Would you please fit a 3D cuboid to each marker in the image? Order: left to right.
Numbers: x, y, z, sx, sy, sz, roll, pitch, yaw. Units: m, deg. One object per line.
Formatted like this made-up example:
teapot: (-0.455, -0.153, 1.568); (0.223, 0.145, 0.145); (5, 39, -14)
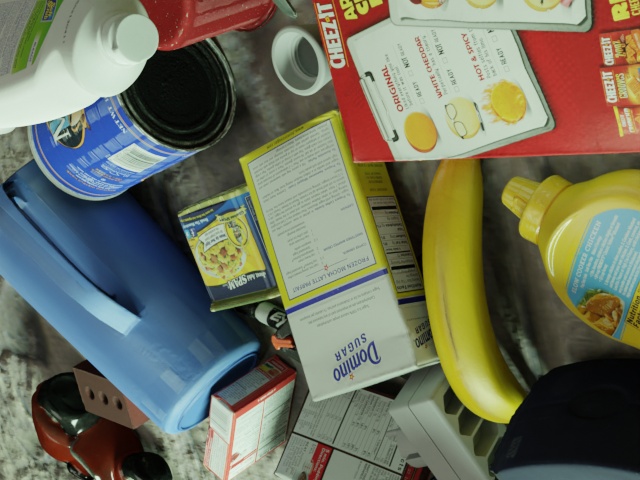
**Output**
marker: (-0.023, 0.067, 0.842); (0.121, 0.020, 0.020); (22, 126, 36)

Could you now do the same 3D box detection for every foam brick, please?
foam brick: (-0.190, 0.140, 1.027); (0.078, 0.051, 0.053); (9, 118, 42)

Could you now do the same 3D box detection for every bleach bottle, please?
bleach bottle: (-0.185, -0.123, 0.730); (0.251, 0.068, 0.102); (9, 83, 53)

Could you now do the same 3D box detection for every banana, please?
banana: (0.095, 0.038, 0.668); (0.037, 0.069, 0.198); (-3, 110, 42)

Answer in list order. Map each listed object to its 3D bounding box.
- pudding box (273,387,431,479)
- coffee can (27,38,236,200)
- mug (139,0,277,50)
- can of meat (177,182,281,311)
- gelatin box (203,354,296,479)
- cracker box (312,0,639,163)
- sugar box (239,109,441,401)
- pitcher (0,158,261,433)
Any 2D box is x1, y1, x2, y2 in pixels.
pudding box: (0.029, 0.155, 0.789); (0.114, 0.090, 0.039); (14, 165, 39)
coffee can: (-0.145, -0.097, 0.808); (0.141, 0.102, 0.103); (-19, 98, 49)
mug: (-0.078, -0.174, 0.712); (0.117, 0.081, 0.093); (16, 123, 39)
can of meat: (-0.055, 0.001, 0.809); (0.102, 0.057, 0.084); (-16, 98, 48)
gelatin box: (-0.059, 0.148, 0.884); (0.030, 0.073, 0.089); (34, 134, 28)
cracker box: (0.095, -0.131, 0.571); (0.214, 0.071, 0.164); (2, 113, 46)
sugar box: (0.014, 0.010, 0.711); (0.094, 0.048, 0.176); (-24, 81, 38)
pitcher: (-0.170, 0.041, 0.886); (0.243, 0.149, 0.145); (44, 137, 14)
